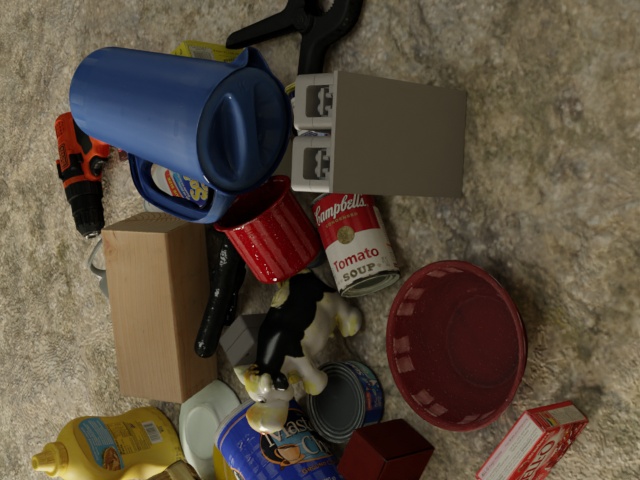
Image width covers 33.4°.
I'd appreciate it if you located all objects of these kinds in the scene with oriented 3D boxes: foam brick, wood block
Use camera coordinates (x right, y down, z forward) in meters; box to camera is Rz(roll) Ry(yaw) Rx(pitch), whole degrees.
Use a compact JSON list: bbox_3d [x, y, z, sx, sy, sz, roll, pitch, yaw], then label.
[{"bbox_3d":[0.065,0.219,1.072,0.051,0.078,0.053,39,116,35],"label":"foam brick"},{"bbox_3d":[-0.188,0.077,1.265,0.091,0.090,0.206,3,107,25],"label":"wood block"}]

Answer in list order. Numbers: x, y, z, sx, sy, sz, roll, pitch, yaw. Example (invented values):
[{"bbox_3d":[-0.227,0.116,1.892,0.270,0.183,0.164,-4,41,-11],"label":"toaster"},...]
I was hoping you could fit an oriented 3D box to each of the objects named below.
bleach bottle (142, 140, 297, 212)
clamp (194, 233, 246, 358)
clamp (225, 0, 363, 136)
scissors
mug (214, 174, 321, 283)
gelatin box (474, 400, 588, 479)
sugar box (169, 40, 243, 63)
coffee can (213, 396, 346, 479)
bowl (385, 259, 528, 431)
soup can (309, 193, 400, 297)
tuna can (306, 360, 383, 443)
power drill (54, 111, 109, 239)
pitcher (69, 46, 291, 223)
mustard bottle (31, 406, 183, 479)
[{"bbox_3d":[-0.131,-0.067,1.272,0.251,0.067,0.102,-21,88,46],"label":"bleach bottle"},{"bbox_3d":[-0.107,0.048,1.208,0.039,0.120,0.171,11,115,-1],"label":"clamp"},{"bbox_3d":[-0.009,-0.229,1.169,0.210,0.036,0.165,-45,65,32],"label":"clamp"},{"bbox_3d":[-0.058,0.002,1.233,0.202,0.016,0.096,42,117,36],"label":"scissors"},{"bbox_3d":[-0.055,-0.013,1.131,0.081,0.093,0.117,57,174,-24],"label":"mug"},{"bbox_3d":[0.189,0.187,0.954,0.030,0.073,0.089,48,121,33],"label":"gelatin box"},{"bbox_3d":[-0.175,-0.177,1.293,0.177,0.093,0.048,-33,68,40],"label":"sugar box"},{"bbox_3d":[-0.037,0.246,1.154,0.140,0.102,0.103,52,123,31],"label":"coffee can"},{"bbox_3d":[0.140,0.098,1.014,0.162,0.055,0.162,0,90,44],"label":"bowl"},{"bbox_3d":[0.036,0.001,1.106,0.069,0.068,0.102,-32,69,39],"label":"soup can"},{"bbox_3d":[0.026,0.171,1.140,0.086,0.033,0.086,0,90,44],"label":"tuna can"},{"bbox_3d":[-0.287,-0.114,1.425,0.188,0.057,0.184,-28,71,41],"label":"power drill"},{"bbox_3d":[-0.161,-0.128,1.145,0.243,0.149,0.145,19,144,39],"label":"pitcher"},{"bbox_3d":[-0.267,0.259,1.315,0.058,0.191,0.096,-52,57,31],"label":"mustard bottle"}]
